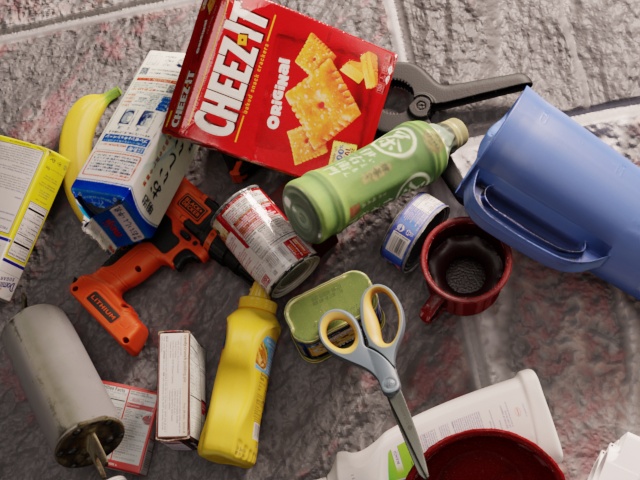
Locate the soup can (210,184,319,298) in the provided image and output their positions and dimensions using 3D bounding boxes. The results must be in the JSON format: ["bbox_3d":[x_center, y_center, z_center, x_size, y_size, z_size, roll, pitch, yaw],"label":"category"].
[{"bbox_3d":[-0.057,0.001,1.112,0.068,0.068,0.102,-39,74,-7],"label":"soup can"}]

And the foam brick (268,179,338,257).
[{"bbox_3d":[-0.026,-0.016,1.173,0.053,0.051,0.078,-41,72,-7],"label":"foam brick"}]

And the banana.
[{"bbox_3d":[-0.268,-0.091,1.231,0.069,0.037,0.198,-5,72,7],"label":"banana"}]

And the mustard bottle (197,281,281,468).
[{"bbox_3d":[-0.079,0.135,1.105,0.058,0.096,0.191,8,73,11],"label":"mustard bottle"}]

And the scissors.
[{"bbox_3d":[0.048,0.136,1.027,0.096,0.016,0.202,-9,60,11],"label":"scissors"}]

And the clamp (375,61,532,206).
[{"bbox_3d":[0.116,-0.136,1.204,0.210,0.036,0.164,17,79,12],"label":"clamp"}]

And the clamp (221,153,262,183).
[{"bbox_3d":[-0.063,-0.148,1.228,0.120,0.039,0.171,3,75,14],"label":"clamp"}]

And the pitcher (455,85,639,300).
[{"bbox_3d":[0.265,-0.034,1.090,0.243,0.145,0.149,34,94,4],"label":"pitcher"}]

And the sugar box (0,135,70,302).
[{"bbox_3d":[-0.358,-0.026,1.200,0.093,0.048,0.176,16,81,31],"label":"sugar box"}]

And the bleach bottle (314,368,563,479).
[{"bbox_3d":[0.109,0.214,1.076,0.251,0.068,0.102,-17,78,2],"label":"bleach bottle"}]

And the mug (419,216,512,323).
[{"bbox_3d":[0.145,0.041,1.119,0.093,0.081,0.117,35,79,16],"label":"mug"}]

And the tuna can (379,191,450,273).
[{"bbox_3d":[0.101,-0.009,1.138,0.034,0.086,0.086,34,78,17],"label":"tuna can"}]

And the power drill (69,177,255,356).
[{"bbox_3d":[-0.164,0.035,1.170,0.184,0.057,0.187,40,77,20],"label":"power drill"}]

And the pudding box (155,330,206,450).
[{"bbox_3d":[-0.144,0.157,1.109,0.039,0.090,0.113,-5,72,4],"label":"pudding box"}]

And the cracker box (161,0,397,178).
[{"bbox_3d":[-0.039,-0.156,1.131,0.213,0.072,0.164,18,90,-26],"label":"cracker box"}]

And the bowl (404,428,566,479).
[{"bbox_3d":[0.154,0.251,1.013,0.162,0.055,0.162,0,95,3],"label":"bowl"}]

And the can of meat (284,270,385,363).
[{"bbox_3d":[0.015,0.079,1.120,0.102,0.084,0.057,-26,71,-3],"label":"can of meat"}]

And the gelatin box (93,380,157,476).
[{"bbox_3d":[-0.211,0.199,1.135,0.073,0.030,0.089,10,73,11],"label":"gelatin box"}]
